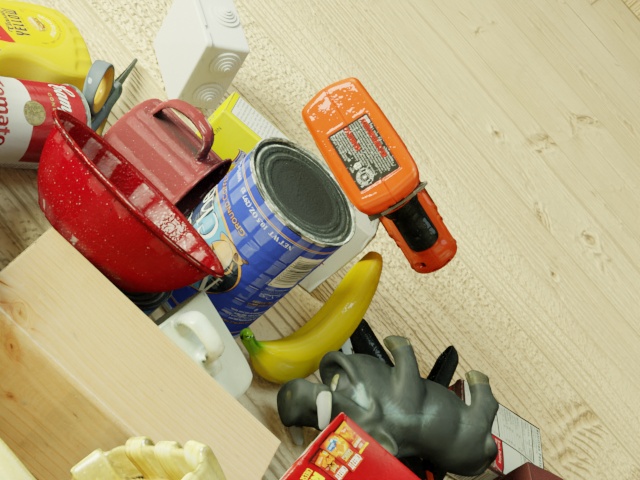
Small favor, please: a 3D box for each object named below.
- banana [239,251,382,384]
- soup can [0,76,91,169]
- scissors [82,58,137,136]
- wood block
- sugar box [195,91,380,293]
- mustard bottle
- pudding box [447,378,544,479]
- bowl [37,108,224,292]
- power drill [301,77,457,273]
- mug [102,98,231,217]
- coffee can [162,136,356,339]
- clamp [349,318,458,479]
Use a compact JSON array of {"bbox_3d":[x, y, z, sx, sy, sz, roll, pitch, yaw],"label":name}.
[{"bbox_3d":[-0.001,0.072,0.903,0.037,0.070,0.197,24,32,25],"label":"banana"},{"bbox_3d":[-0.232,-0.088,0.794,0.102,0.069,0.068,0,56,-50],"label":"soup can"},{"bbox_3d":[-0.176,-0.138,0.903,0.016,0.096,0.201,17,41,-4],"label":"scissors"},{"bbox_3d":[-0.138,0.106,0.681,0.206,0.090,0.090,44,32,-7],"label":"wood block"},{"bbox_3d":[-0.041,-0.039,0.949,0.176,0.093,0.048,41,33,-12],"label":"sugar box"},{"bbox_3d":[-0.275,-0.155,0.822,0.191,0.058,0.096,0,48,-50],"label":"mustard bottle"},{"bbox_3d":[0.160,0.194,0.997,0.113,0.039,0.090,35,34,-23],"label":"pudding box"},{"bbox_3d":[-0.141,-0.015,0.736,0.162,0.055,0.162,46,2,-2],"label":"bowl"},{"bbox_3d":[0.043,-0.067,0.876,0.184,0.057,0.187,57,7,17],"label":"power drill"},{"bbox_3d":[-0.127,-0.067,0.858,0.081,0.117,0.093,45,44,3],"label":"mug"},{"bbox_3d":[-0.056,0.001,0.843,0.102,0.141,0.103,31,36,-26],"label":"coffee can"},{"bbox_3d":[0.073,0.144,0.945,0.120,0.039,0.171,20,42,-15],"label":"clamp"}]
